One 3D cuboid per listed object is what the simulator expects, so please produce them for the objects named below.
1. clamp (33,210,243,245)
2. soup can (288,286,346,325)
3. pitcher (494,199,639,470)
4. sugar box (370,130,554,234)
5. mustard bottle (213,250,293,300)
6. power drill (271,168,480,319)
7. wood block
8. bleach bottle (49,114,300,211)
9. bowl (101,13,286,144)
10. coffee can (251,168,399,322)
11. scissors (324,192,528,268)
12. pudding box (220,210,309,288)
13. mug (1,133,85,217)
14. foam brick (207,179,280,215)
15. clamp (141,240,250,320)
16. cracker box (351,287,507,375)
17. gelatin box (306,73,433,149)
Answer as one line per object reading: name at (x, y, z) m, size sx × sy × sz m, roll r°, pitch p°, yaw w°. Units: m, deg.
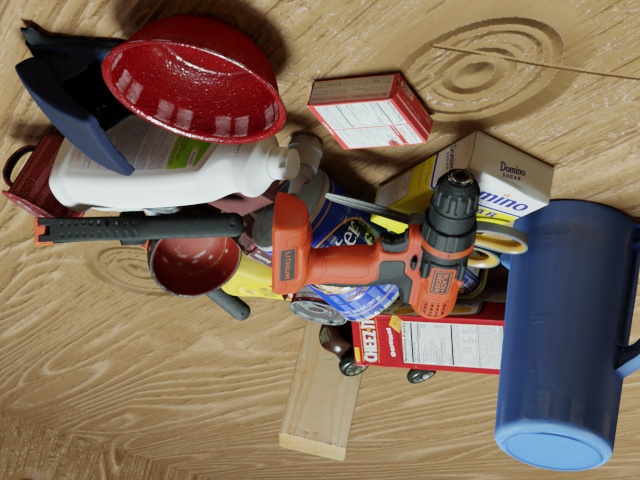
clamp at (-0.194, -0.013, 1.130) m, size 0.209 × 0.036 × 0.165 m, roll -2°, pitch 180°, yaw -10°
soup can at (0.008, 0.038, 1.226) m, size 0.068 × 0.102 × 0.068 m, roll 12°, pitch 158°, yaw 5°
pitcher at (0.246, 0.090, 1.026) m, size 0.145 × 0.242 × 0.149 m, roll 16°, pitch 151°, yaw -3°
sugar box at (0.133, -0.043, 1.035) m, size 0.093 × 0.048 × 0.176 m, roll 23°, pitch 157°, yaw -20°
mustard bottle at (-0.030, 0.046, 1.330) m, size 0.192 × 0.058 × 0.096 m, roll 5°, pitch 158°, yaw 19°
power drill at (0.049, 0.000, 0.991) m, size 0.187 × 0.057 × 0.184 m, roll 5°, pitch 136°, yaw 0°
wood block at (0.012, 0.176, 1.417) m, size 0.090 × 0.206 × 0.091 m, roll 12°, pitch 158°, yaw 4°
bleach bottle at (-0.140, -0.073, 1.047) m, size 0.251 × 0.102 × 0.068 m, roll 5°, pitch 155°, yaw 26°
bowl at (-0.102, -0.146, 0.916) m, size 0.162 × 0.055 × 0.162 m, roll 12°, pitch 158°, yaw 5°
coffee can at (0.013, 0.005, 1.114) m, size 0.140 × 0.102 × 0.103 m, roll 41°, pitch 148°, yaw -29°
scissors at (0.102, -0.008, 1.050) m, size 0.202 × 0.016 × 0.096 m, roll 10°, pitch 155°, yaw 3°
pudding box at (-0.058, 0.001, 1.196) m, size 0.090 × 0.039 × 0.114 m, roll 30°, pitch -171°, yaw -33°
mug at (-0.296, -0.067, 1.171) m, size 0.117 × 0.081 × 0.093 m, roll 24°, pitch 168°, yaw 23°
foam brick at (-0.081, -0.064, 1.103) m, size 0.051 × 0.053 × 0.078 m, roll 26°, pitch 156°, yaw -27°
clamp at (-0.173, 0.039, 1.405) m, size 0.171 × 0.039 × 0.120 m, roll 44°, pitch 167°, yaw -31°
cracker box at (0.166, 0.102, 1.230) m, size 0.214 × 0.072 × 0.163 m, roll 0°, pitch -171°, yaw 29°
gelatin box at (0.044, -0.113, 0.940) m, size 0.089 × 0.030 × 0.073 m, roll -1°, pitch 152°, yaw 33°
